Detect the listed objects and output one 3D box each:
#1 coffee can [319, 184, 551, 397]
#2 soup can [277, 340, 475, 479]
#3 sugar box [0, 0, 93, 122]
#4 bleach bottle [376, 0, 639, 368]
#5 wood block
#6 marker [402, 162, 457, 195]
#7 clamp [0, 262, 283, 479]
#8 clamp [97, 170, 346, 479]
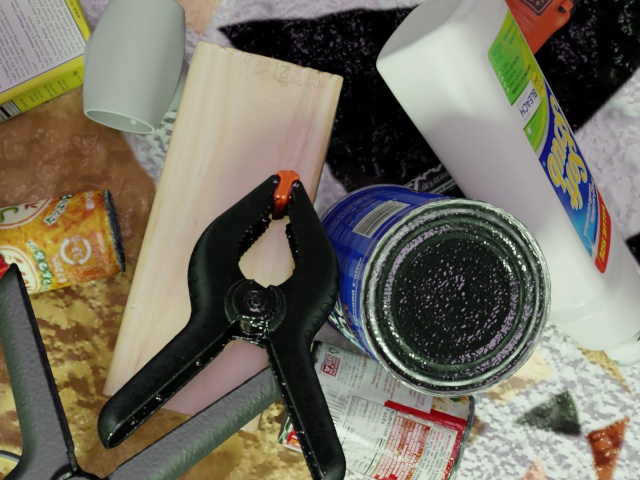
[{"bbox_3d":[0.054,0.022,0.604,0.102,0.140,0.103,-1,96,-12],"label":"coffee can"},{"bbox_3d":[0.033,0.107,0.638,0.102,0.068,0.068,20,81,-1],"label":"soup can"},{"bbox_3d":[-0.230,-0.112,0.662,0.176,0.048,0.093,-26,85,-3],"label":"sugar box"},{"bbox_3d":[0.132,-0.031,0.643,0.068,0.102,0.250,-23,111,35],"label":"bleach bottle"},{"bbox_3d":[-0.055,0.001,0.635,0.090,0.091,0.206,14,82,-1],"label":"wood block"},{"bbox_3d":[0.067,-0.033,0.684,0.121,0.020,0.020,-31,85,-7],"label":"marker"},{"bbox_3d":[-0.130,0.122,0.551,0.164,0.036,0.210,25,80,2],"label":"clamp"},{"bbox_3d":[-0.044,0.041,0.541,0.120,0.039,0.171,8,60,-10],"label":"clamp"}]
